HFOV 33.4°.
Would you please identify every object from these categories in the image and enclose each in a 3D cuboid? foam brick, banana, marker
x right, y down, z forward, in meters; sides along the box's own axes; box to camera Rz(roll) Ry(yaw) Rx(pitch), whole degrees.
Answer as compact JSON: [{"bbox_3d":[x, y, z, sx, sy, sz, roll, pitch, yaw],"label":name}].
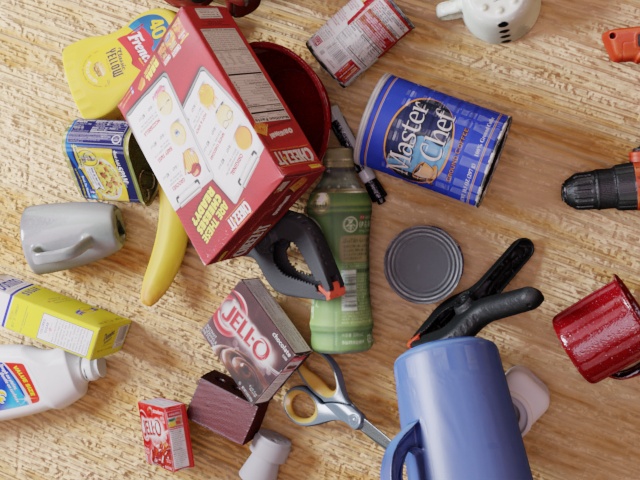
[{"bbox_3d":[-0.104,0.189,1.212,0.078,0.053,0.051,25,97,10],"label":"foam brick"},{"bbox_3d":[-0.177,-0.026,1.216,0.037,0.069,0.198,10,102,50],"label":"banana"},{"bbox_3d":[0.040,-0.094,1.185,0.020,0.020,0.121,-30,85,12],"label":"marker"}]

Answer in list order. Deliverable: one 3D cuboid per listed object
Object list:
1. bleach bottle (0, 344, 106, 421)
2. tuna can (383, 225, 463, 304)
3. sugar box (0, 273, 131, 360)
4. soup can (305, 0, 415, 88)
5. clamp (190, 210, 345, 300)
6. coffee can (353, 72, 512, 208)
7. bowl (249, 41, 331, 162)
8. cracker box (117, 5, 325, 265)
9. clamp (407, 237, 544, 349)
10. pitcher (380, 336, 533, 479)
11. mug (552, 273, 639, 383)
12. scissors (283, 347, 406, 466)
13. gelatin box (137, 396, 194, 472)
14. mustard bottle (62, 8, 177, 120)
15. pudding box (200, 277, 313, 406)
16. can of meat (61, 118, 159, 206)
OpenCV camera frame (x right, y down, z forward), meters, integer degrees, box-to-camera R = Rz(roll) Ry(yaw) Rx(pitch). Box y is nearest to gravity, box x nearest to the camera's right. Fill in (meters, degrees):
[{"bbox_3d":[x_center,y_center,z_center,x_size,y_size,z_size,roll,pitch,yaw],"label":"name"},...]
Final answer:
[{"bbox_3d":[-0.378,0.162,1.269,0.251,0.068,0.102,-12,90,11],"label":"bleach bottle"},{"bbox_3d":[0.113,0.026,1.165,0.086,0.033,0.086,1,92,13],"label":"tuna can"},{"bbox_3d":[-0.319,0.085,1.236,0.176,0.093,0.048,21,96,11],"label":"sugar box"},{"bbox_3d":[0.043,-0.222,1.154,0.102,0.068,0.068,-40,83,12],"label":"soup can"},{"bbox_3d":[-0.058,0.001,1.158,0.210,0.036,0.165,47,128,22],"label":"clamp"},{"bbox_3d":[0.118,-0.106,1.124,0.140,0.102,0.103,21,97,11],"label":"coffee can"},{"bbox_3d":[-0.045,-0.139,1.168,0.162,0.055,0.162,11,112,31],"label":"bowl"},{"bbox_3d":[-0.107,-0.109,1.105,0.164,0.071,0.214,-46,69,42],"label":"cracker box"},{"bbox_3d":[0.167,0.065,1.136,0.172,0.120,0.039,-33,106,30],"label":"clamp"},{"bbox_3d":[0.135,0.222,1.037,0.145,0.149,0.243,-13,69,10],"label":"pitcher"},{"bbox_3d":[0.300,0.102,1.106,0.082,0.093,0.117,-33,121,16],"label":"mug"},{"bbox_3d":[0.025,0.204,1.164,0.096,0.016,0.202,-52,56,22],"label":"scissors"},{"bbox_3d":[-0.178,0.220,1.215,0.030,0.089,0.073,-9,92,-30],"label":"gelatin box"},{"bbox_3d":[-0.194,-0.209,1.214,0.192,0.058,0.096,-21,79,12],"label":"mustard bottle"},{"bbox_3d":[-0.072,0.111,1.183,0.113,0.039,0.090,51,122,21],"label":"pudding box"},{"bbox_3d":[-0.237,-0.090,1.211,0.084,0.057,0.102,4,135,15],"label":"can of meat"}]
